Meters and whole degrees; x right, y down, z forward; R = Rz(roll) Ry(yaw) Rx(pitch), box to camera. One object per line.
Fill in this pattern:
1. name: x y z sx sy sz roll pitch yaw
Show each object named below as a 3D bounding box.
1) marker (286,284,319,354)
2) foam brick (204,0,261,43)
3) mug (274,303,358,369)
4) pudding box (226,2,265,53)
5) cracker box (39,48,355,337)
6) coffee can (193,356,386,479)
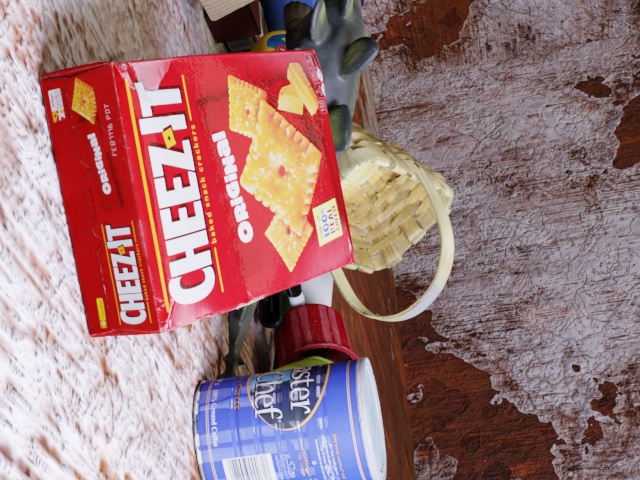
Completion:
1. marker: -0.021 0.083 1.177 0.020 0.020 0.121 -88 167 -54
2. foam brick: -0.097 -0.266 1.169 0.053 0.051 0.078 65 18 -61
3. mug: 0.002 0.128 1.148 0.117 0.093 0.081 38 21 -29
4. pudding box: -0.091 -0.259 1.260 0.113 0.039 0.090 67 14 -69
5. cracker box: -0.070 -0.040 0.711 0.213 0.072 0.164 -18 99 -55
6. coffee can: -0.023 0.156 0.879 0.102 0.140 0.103 -9 90 -82
